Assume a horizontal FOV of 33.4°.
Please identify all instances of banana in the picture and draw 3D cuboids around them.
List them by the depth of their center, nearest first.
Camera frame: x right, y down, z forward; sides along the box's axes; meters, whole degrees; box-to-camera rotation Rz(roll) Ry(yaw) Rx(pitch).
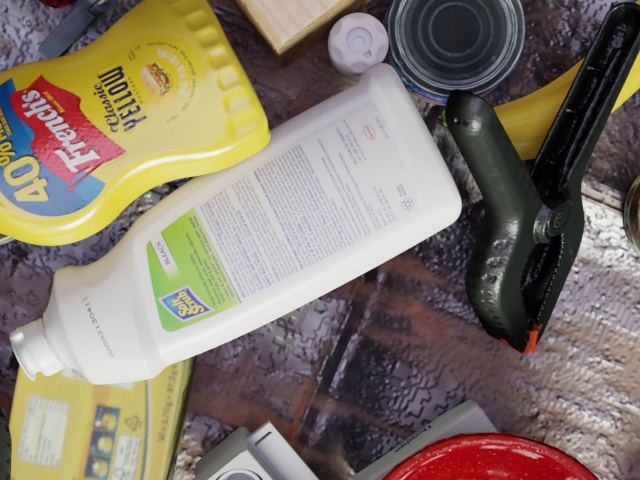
[{"bbox_3d":[0.166,-0.104,0.639,0.198,0.069,0.037,-36,54,-2],"label":"banana"}]

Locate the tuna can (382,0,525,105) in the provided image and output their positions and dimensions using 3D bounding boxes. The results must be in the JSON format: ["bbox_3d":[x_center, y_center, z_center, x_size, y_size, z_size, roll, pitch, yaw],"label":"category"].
[{"bbox_3d":[0.081,-0.127,0.651,0.086,0.034,0.086,0,91,0],"label":"tuna can"}]

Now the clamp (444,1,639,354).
[{"bbox_3d":[0.114,-0.019,0.597,0.036,0.164,0.210,30,128,35],"label":"clamp"}]

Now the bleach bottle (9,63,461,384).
[{"bbox_3d":[-0.054,0.001,0.591,0.250,0.068,0.102,-26,82,-5],"label":"bleach bottle"}]

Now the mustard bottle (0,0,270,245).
[{"bbox_3d":[-0.129,-0.052,0.557,0.191,0.058,0.096,-27,82,-3],"label":"mustard bottle"}]

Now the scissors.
[{"bbox_3d":[-0.108,-0.145,0.582,0.016,0.202,0.096,43,67,-18],"label":"scissors"}]
